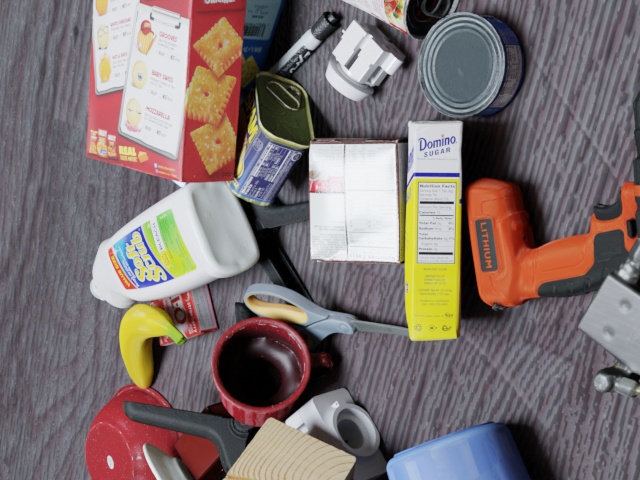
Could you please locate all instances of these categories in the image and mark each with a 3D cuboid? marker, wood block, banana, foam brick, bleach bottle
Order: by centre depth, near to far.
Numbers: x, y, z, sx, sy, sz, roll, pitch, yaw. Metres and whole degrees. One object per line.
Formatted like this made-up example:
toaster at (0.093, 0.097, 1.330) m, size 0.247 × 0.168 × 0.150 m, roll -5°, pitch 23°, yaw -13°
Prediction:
wood block at (-0.035, 0.275, 0.982) m, size 0.091 × 0.090 × 0.206 m, roll 23°, pitch 134°, yaw 18°
marker at (-0.023, -0.178, 1.022) m, size 0.121 × 0.020 × 0.020 m, roll -39°, pitch 69°, yaw 39°
bleach bottle at (-0.168, 0.022, 1.108) m, size 0.251 × 0.067 × 0.102 m, roll -28°, pitch 83°, yaw 48°
foam brick at (-0.107, 0.211, 1.126) m, size 0.051 × 0.052 × 0.078 m, roll 55°, pitch 128°, yaw 22°
banana at (-0.192, 0.110, 1.155) m, size 0.069 × 0.037 × 0.198 m, roll 63°, pitch 155°, yaw 11°

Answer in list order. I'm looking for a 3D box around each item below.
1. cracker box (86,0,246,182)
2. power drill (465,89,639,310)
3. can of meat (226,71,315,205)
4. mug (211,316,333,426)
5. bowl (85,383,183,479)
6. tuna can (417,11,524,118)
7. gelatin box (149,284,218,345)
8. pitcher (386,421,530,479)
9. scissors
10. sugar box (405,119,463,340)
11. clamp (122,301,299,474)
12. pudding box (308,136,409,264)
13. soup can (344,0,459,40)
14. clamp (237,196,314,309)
cracker box at (-0.145, -0.171, 1.004) m, size 0.164 × 0.071 × 0.214 m, roll 16°, pitch 105°, yaw 45°
power drill at (0.202, -0.020, 0.806) m, size 0.188 × 0.057 × 0.184 m, roll -5°, pitch 93°, yaw 43°
can of meat at (-0.052, -0.096, 1.015) m, size 0.084 × 0.057 × 0.102 m, roll -56°, pitch 29°, yaw 36°
mug at (-0.046, 0.128, 1.025) m, size 0.081 × 0.117 × 0.093 m, roll 99°, pitch 158°, yaw -66°
bowl at (-0.224, 0.250, 1.238) m, size 0.162 × 0.055 × 0.162 m, roll 7°, pitch 100°, yaw 42°
tuna can at (0.124, -0.144, 0.880) m, size 0.086 × 0.033 × 0.086 m, roll 7°, pitch 100°, yaw 42°
gelatin box at (-0.154, 0.064, 1.166) m, size 0.073 × 0.030 × 0.089 m, roll -20°, pitch 82°, yaw 43°
pitcher at (0.151, 0.272, 0.857) m, size 0.145 × 0.149 × 0.243 m, roll -40°, pitch 65°, yaw 54°
scissors at (0.020, 0.089, 1.011) m, size 0.202 × 0.016 × 0.096 m, roll 17°, pitch 143°, yaw 20°
sugar box at (0.093, -0.012, 0.885) m, size 0.048 × 0.093 × 0.176 m, roll -2°, pitch 96°, yaw 2°
clamp at (-0.085, 0.186, 1.066) m, size 0.210 × 0.164 × 0.036 m, roll 52°, pitch 170°, yaw 17°
pudding box at (0.036, -0.036, 0.959) m, size 0.090 × 0.039 × 0.113 m, roll 2°, pitch 99°, yaw 25°
soup can at (0.060, -0.220, 0.907) m, size 0.102 × 0.068 × 0.068 m, roll 36°, pitch 118°, yaw 35°
clamp at (-0.057, 0.001, 1.064) m, size 0.172 × 0.039 × 0.120 m, roll 18°, pitch 102°, yaw 37°
